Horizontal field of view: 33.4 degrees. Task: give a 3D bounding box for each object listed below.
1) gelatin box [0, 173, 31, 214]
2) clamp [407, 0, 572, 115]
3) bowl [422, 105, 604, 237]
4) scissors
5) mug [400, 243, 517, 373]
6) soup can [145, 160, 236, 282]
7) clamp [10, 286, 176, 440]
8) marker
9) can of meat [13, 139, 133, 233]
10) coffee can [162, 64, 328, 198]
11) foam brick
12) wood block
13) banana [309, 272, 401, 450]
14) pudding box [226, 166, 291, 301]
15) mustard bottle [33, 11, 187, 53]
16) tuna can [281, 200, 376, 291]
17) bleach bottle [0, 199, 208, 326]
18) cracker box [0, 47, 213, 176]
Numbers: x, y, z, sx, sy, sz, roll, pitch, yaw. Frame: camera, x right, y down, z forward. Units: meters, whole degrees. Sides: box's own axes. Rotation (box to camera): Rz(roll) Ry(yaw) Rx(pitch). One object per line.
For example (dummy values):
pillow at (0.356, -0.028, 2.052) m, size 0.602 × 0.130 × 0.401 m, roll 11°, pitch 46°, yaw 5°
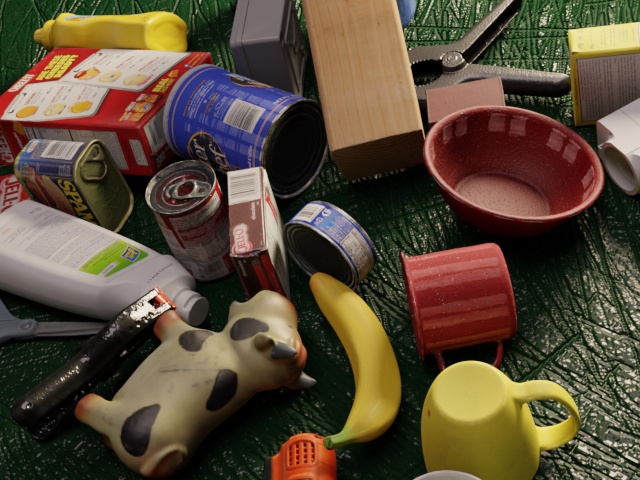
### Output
gelatin box at (-0.337, -0.034, 1.153) m, size 0.073 × 0.030 × 0.089 m, roll -9°, pitch 47°, yaw 11°
clamp at (0.144, -0.186, 1.124) m, size 0.210 × 0.036 × 0.164 m, roll -13°, pitch 46°, yaw 7°
bowl at (0.169, -0.053, 0.963) m, size 0.162 × 0.055 × 0.162 m, roll 3°, pitch 44°, yaw -3°
scissors at (-0.291, 0.074, 1.049) m, size 0.202 × 0.016 × 0.096 m, roll -14°, pitch 46°, yaw 6°
mug at (0.117, 0.060, 0.882) m, size 0.081 × 0.093 × 0.117 m, roll -11°, pitch 77°, yaw 2°
soup can at (-0.116, -0.016, 1.011) m, size 0.068 × 0.102 × 0.068 m, roll -10°, pitch 47°, yaw 10°
clamp at (-0.195, 0.105, 0.909) m, size 0.039 × 0.120 × 0.171 m, roll 43°, pitch 82°, yaw -1°
marker at (0.146, -0.033, 0.995) m, size 0.020 × 0.020 × 0.121 m, roll -17°, pitch 46°, yaw 3°
can of meat at (-0.254, -0.057, 1.098) m, size 0.084 × 0.102 × 0.057 m, roll 7°, pitch 52°, yaw 26°
coffee can at (-0.076, -0.113, 1.085) m, size 0.140 × 0.103 × 0.102 m, roll 24°, pitch 60°, yaw 34°
foam brick at (0.146, -0.121, 1.053) m, size 0.078 × 0.053 × 0.051 m, roll -8°, pitch 47°, yaw 11°
wood block at (0.042, -0.177, 1.055) m, size 0.090 × 0.090 × 0.206 m, roll -13°, pitch 73°, yaw 8°
banana at (0.031, 0.097, 0.889) m, size 0.069 × 0.037 × 0.198 m, roll 20°, pitch 34°, yaw -20°
pudding box at (-0.056, 0.001, 0.984) m, size 0.039 × 0.090 × 0.113 m, roll -11°, pitch 46°, yaw 7°
mustard bottle at (-0.264, -0.246, 1.287) m, size 0.192 × 0.058 × 0.096 m, roll 5°, pitch 13°, yaw 23°
tuna can at (0.008, 0.006, 0.961) m, size 0.086 × 0.086 × 0.033 m, roll 25°, pitch 59°, yaw 35°
bleach bottle at (-0.218, 0.035, 1.024) m, size 0.251 × 0.068 × 0.102 m, roll 19°, pitch 46°, yaw 30°
cracker box at (-0.241, -0.144, 1.180) m, size 0.214 × 0.072 × 0.164 m, roll 5°, pitch 39°, yaw 24°
